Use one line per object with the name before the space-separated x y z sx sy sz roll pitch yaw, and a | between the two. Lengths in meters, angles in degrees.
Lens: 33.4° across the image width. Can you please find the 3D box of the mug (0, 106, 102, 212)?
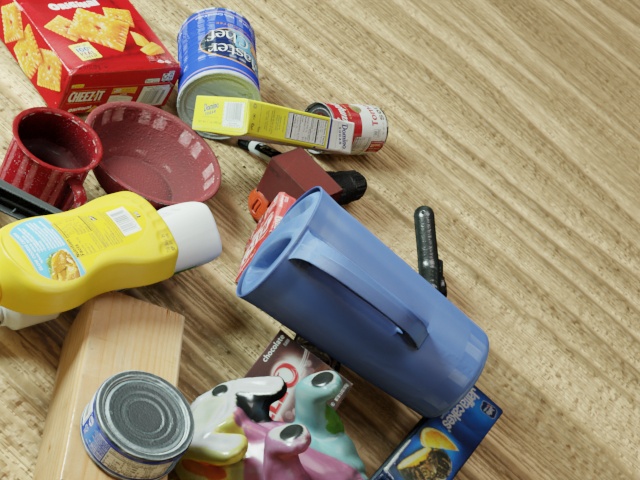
mug | -0.272 -0.066 1.080 0.093 0.082 0.117 -15 60 -46

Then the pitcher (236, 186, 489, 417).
pitcher | 0.049 0.068 1.049 0.242 0.145 0.149 37 34 -12

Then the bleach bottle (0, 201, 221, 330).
bleach bottle | -0.219 0.030 1.021 0.250 0.103 0.068 -23 97 -39

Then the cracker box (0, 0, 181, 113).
cracker box | -0.290 -0.250 1.274 0.163 0.072 0.214 -13 57 -46

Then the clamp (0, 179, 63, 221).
clamp | -0.344 -0.056 0.994 0.210 0.036 0.164 38 22 21

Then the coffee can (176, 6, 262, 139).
coffee can | -0.128 -0.210 1.332 0.102 0.103 0.140 17 40 -23

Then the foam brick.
foam brick | -0.023 -0.058 1.208 0.051 0.053 0.078 -23 63 -44

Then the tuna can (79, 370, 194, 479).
tuna can | -0.143 0.145 0.841 0.086 0.034 0.086 22 39 -19

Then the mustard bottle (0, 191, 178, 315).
mustard bottle | -0.225 0.017 0.916 0.191 0.058 0.096 -19 53 -37

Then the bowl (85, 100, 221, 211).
bowl | -0.193 -0.080 1.177 0.162 0.055 0.162 22 37 -18

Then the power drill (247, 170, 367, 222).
power drill | 0.027 -0.006 1.273 0.184 0.057 0.188 -16 57 -42

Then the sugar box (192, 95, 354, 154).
sugar box | -0.052 -0.135 1.250 0.094 0.048 0.175 12 7 43

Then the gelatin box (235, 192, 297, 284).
gelatin box | -0.058 0.001 1.168 0.030 0.089 0.073 27 38 -12

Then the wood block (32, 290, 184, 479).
wood block | -0.180 0.151 0.910 0.090 0.090 0.206 22 39 -19

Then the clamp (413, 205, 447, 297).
clamp | 0.129 0.046 1.263 0.039 0.120 0.171 -12 41 12

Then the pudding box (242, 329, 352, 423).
pudding box | -0.038 0.157 1.023 0.090 0.039 0.113 37 63 1

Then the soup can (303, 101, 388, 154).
soup can | 0.032 -0.149 1.421 0.102 0.069 0.068 -3 52 -41

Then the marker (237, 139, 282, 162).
marker | -0.064 -0.105 1.297 0.020 0.020 0.121 -2 22 -39
